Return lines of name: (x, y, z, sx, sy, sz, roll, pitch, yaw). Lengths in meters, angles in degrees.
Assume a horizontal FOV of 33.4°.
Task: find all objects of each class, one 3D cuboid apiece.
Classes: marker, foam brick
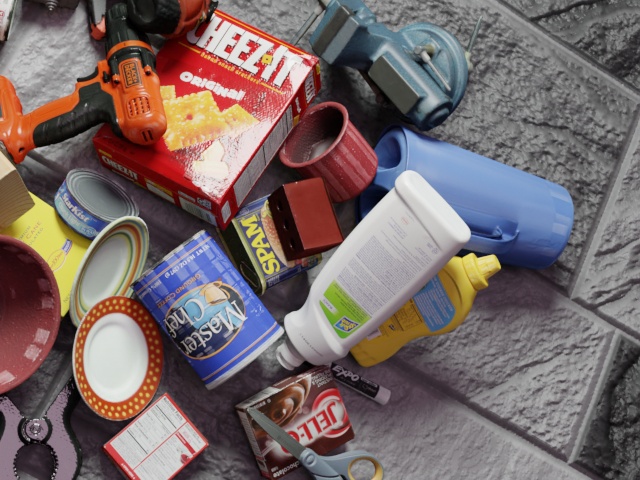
marker: (0.024, 0.154, 1.219, 0.121, 0.020, 0.020, 29, 70, -12)
foam brick: (-0.017, -0.023, 1.168, 0.051, 0.053, 0.078, -15, 81, -27)

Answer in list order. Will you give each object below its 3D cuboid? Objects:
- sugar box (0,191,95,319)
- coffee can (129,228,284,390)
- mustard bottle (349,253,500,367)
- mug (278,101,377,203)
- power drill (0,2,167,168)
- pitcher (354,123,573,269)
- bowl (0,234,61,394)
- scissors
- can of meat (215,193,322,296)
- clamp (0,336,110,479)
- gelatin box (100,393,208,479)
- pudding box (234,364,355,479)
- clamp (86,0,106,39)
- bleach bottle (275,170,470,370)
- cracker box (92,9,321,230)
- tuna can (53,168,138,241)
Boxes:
sugar box: (-0.319, -0.002, 1.118, 0.176, 0.048, 0.093, 35, 69, -10)
coffee can: (-0.121, 0.073, 1.140, 0.102, 0.103, 0.140, -38, 92, -23)
mustard bottle: (0.111, 0.063, 1.192, 0.192, 0.058, 0.096, -26, 94, 18)
mug: (0.004, -0.096, 1.220, 0.081, 0.117, 0.093, 46, 58, -38)
power drill: (-0.263, -0.163, 1.130, 0.187, 0.057, 0.184, -17, 58, -1)
pitcher: (0.174, -0.037, 1.253, 0.242, 0.145, 0.149, 15, 70, -19)
bowl: (-0.338, 0.070, 1.041, 0.161, 0.055, 0.162, -8, 102, -41)
scissors: (0.004, 0.228, 1.156, 0.096, 0.016, 0.201, -38, 114, -20)
can of meat: (-0.058, 0.002, 1.205, 0.083, 0.058, 0.102, -25, 88, -26)
clamp: (-0.302, 0.189, 1.085, 0.164, 0.036, 0.210, 6, 72, -17)
gelatin box: (-0.174, 0.217, 1.128, 0.089, 0.030, 0.073, -41, 92, -23)
pudding box: (-0.027, 0.198, 1.171, 0.113, 0.039, 0.090, -24, 99, -21)
clamp: (-0.224, -0.311, 1.227, 0.120, 0.039, 0.171, 37, 64, -8)
bleach bottle: (0.039, 0.045, 1.143, 0.102, 0.068, 0.251, 47, 110, 3)
cracker box: (-0.122, -0.142, 1.179, 0.164, 0.072, 0.213, 28, 69, 12)
tuna can: (-0.239, -0.036, 1.136, 0.086, 0.034, 0.086, 31, 26, -17)
